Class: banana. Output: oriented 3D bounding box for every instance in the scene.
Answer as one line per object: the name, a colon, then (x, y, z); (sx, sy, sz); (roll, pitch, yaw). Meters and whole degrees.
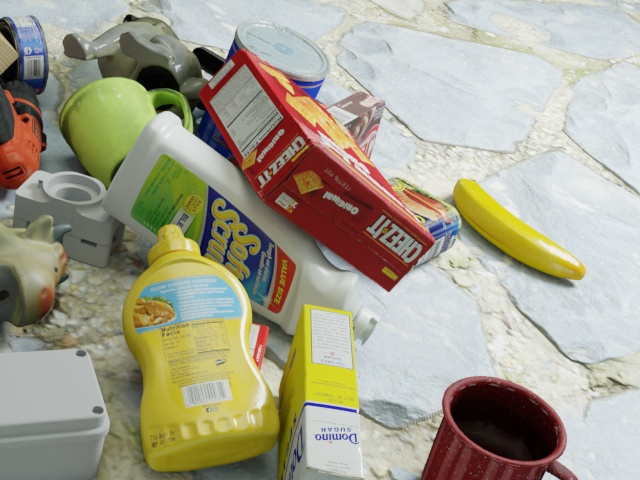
banana: (0.199, -0.019, 1.141); (0.069, 0.037, 0.198); (-8, 39, -32)

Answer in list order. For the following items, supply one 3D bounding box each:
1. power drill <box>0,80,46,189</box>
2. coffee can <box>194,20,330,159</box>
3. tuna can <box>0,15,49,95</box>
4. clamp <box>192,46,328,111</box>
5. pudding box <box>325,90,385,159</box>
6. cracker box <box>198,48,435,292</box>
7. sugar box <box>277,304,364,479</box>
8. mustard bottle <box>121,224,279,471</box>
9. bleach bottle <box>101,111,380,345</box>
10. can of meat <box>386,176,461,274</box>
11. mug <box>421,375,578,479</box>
power drill: (-0.319, -0.160, 1.006); (0.057, 0.187, 0.184); (-24, 35, 0)
coffee can: (-0.063, -0.141, 1.105); (0.102, 0.140, 0.103); (19, 33, -13)
tuna can: (-0.324, -0.199, 1.150); (0.033, 0.086, 0.086); (-10, 40, -33)
clamp: (-0.074, -0.164, 1.232); (0.171, 0.039, 0.120); (18, 39, -11)
pudding box: (0.021, -0.102, 1.145); (0.039, 0.090, 0.113); (28, 34, 22)
cracker box: (-0.006, -0.069, 0.957); (0.164, 0.072, 0.214); (35, 12, -35)
sugar box: (-0.003, 0.134, 0.755); (0.048, 0.093, 0.176); (11, 31, -6)
mustard bottle: (-0.096, 0.070, 0.790); (0.096, 0.058, 0.192); (-9, 58, -12)
bleach bottle: (-0.056, 0.001, 0.905); (0.251, 0.103, 0.068); (34, 19, 0)
can of meat: (0.078, -0.018, 1.069); (0.102, 0.057, 0.083); (33, 33, 27)
mug: (0.132, 0.165, 0.776); (0.117, 0.082, 0.093); (28, 33, 19)
